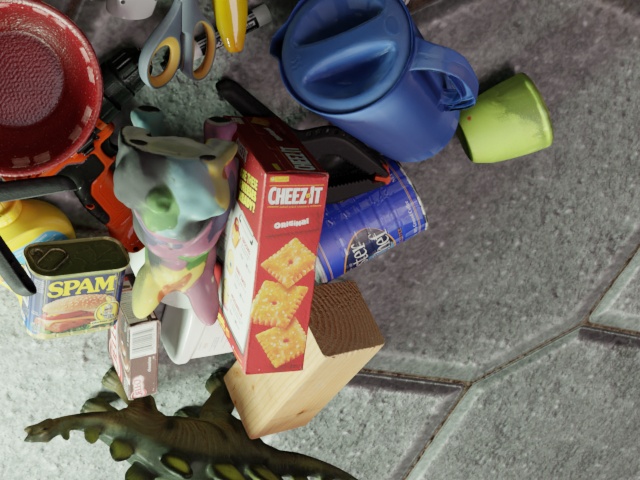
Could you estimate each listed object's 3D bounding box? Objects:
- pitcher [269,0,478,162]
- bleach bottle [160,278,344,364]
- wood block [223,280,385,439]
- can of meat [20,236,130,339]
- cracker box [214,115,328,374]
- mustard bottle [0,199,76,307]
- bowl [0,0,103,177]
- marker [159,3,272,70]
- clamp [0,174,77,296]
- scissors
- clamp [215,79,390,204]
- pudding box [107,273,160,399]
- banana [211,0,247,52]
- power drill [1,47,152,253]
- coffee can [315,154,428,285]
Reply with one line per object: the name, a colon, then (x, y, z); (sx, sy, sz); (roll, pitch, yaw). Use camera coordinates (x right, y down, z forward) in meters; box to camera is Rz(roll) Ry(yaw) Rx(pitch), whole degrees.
pitcher: (0.071, -0.155, 1.069); (0.145, 0.149, 0.242); (-38, 159, 11)
bleach bottle: (-0.062, 0.088, 1.297); (0.250, 0.068, 0.103); (-3, 131, -32)
wood block: (-0.023, 0.142, 1.255); (0.090, 0.090, 0.206); (-8, 150, -36)
can of meat: (-0.250, 0.048, 1.077); (0.101, 0.057, 0.084); (-6, 129, -30)
cracker box: (-0.057, 0.001, 1.070); (0.072, 0.164, 0.214); (-1, 116, -20)
mustard bottle: (-0.295, 0.014, 1.103); (0.096, 0.058, 0.191); (-29, 135, -5)
bowl: (-0.278, -0.142, 0.964); (0.162, 0.055, 0.162); (-3, 107, -10)
marker: (-0.105, -0.200, 1.063); (0.121, 0.020, 0.020); (-29, 135, -6)
clamp: (-0.322, -0.020, 1.004); (0.171, 0.039, 0.120); (15, 89, 5)
scissors: (-0.136, -0.218, 0.974); (0.096, 0.016, 0.202); (-39, 148, -24)
clamp: (-0.031, -0.078, 1.157); (0.209, 0.036, 0.165); (13, 124, -12)
pudding box: (-0.213, 0.109, 1.206); (0.039, 0.090, 0.113); (-9, 129, -26)
banana: (-0.093, -0.268, 0.983); (0.037, 0.069, 0.198); (1, 139, 7)
power drill: (-0.204, -0.085, 1.078); (0.184, 0.057, 0.187); (-39, 133, 4)
coffee can: (0.039, -0.025, 1.231); (0.140, 0.103, 0.103); (-28, 135, -7)
